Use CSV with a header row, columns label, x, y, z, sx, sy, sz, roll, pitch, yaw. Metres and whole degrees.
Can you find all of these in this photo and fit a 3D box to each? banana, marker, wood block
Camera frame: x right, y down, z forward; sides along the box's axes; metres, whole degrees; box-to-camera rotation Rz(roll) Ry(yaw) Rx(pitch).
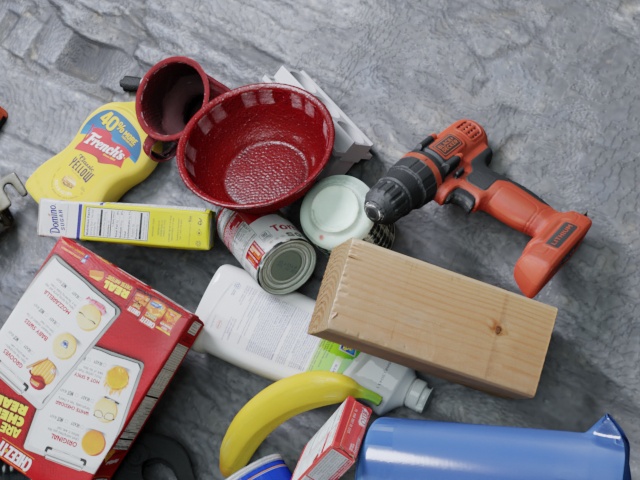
label,x,y,z,sx,sy,sz,roll,pitch,yaw
banana,-0.038,0.175,1.056,0.198,0.037,0.069,-29,96,24
marker,-0.176,-0.177,1.230,0.121,0.020,0.020,7,78,17
wood block,0.103,0.076,1.007,0.206,0.090,0.091,19,79,-9

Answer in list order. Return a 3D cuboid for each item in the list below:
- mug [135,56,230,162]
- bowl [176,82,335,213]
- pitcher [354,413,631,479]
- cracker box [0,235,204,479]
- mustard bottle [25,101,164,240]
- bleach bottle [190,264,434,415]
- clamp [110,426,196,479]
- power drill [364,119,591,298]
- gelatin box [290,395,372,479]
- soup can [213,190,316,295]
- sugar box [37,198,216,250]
label,x,y,z,sx,sy,sz,roll,pitch,yaw
mug,-0.147,-0.133,1.160,0.093,0.081,0.117,40,98,27
bowl,-0.061,-0.082,1.077,0.162,0.055,0.162,-6,54,8
pitcher,0.159,0.241,0.979,0.243,0.145,0.149,4,46,20
cracker box,-0.240,0.128,1.058,0.164,0.072,0.213,30,84,13
mustard bottle,-0.236,-0.098,1.205,0.191,0.058,0.096,-46,71,-1
bleach bottle,-0.007,0.116,1.086,0.251,0.068,0.102,24,87,17
clamp,-0.202,0.231,1.104,0.171,0.039,0.120,41,74,15
power drill,0.155,-0.029,1.042,0.188,0.057,0.184,39,51,15
gelatin box,0.009,0.201,1.007,0.030,0.073,0.089,35,123,-5
soup can,-0.057,0.001,1.091,0.068,0.068,0.102,-44,46,0
sugar box,-0.201,-0.017,1.128,0.176,0.093,0.048,2,91,-2
